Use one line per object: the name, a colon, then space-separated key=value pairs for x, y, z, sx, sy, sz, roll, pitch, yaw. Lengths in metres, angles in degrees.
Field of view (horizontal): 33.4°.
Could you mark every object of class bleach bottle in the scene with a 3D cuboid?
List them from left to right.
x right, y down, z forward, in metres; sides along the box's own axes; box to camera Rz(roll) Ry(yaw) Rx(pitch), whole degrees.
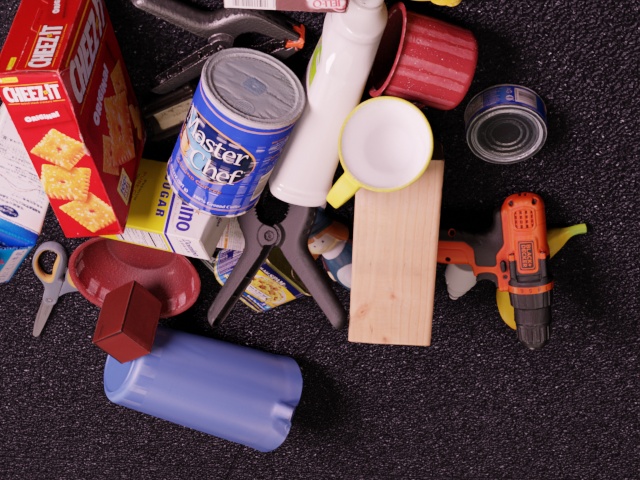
bleach bottle: x=0.012 y=-0.151 z=1.050 sx=0.068 sy=0.102 sz=0.251 roll=11 pitch=139 yaw=-12

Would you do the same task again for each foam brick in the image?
foam brick: x=-0.233 y=0.099 z=1.292 sx=0.053 sy=0.078 sz=0.051 roll=-23 pitch=131 yaw=32

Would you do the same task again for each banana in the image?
banana: x=0.251 y=0.046 z=1.293 sx=0.069 sy=0.037 sz=0.198 roll=14 pitch=138 yaw=-8

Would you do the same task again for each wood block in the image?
wood block: x=0.081 y=0.000 z=1.153 sx=0.090 sy=0.090 sz=0.206 roll=3 pitch=108 yaw=3

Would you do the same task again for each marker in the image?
marker: x=-0.137 y=0.025 z=1.326 sx=0.020 sy=0.020 sz=0.121 roll=-19 pitch=133 yaw=25

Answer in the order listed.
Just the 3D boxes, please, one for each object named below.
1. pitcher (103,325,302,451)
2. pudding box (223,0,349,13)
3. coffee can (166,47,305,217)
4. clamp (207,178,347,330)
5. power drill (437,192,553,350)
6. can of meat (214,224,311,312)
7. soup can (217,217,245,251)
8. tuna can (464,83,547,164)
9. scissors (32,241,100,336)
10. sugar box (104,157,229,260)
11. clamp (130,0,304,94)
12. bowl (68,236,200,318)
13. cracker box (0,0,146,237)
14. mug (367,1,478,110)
pitcher: x=-0.160 y=0.186 z=1.407 sx=0.242 sy=0.145 sz=0.149 roll=21 pitch=131 yaw=-30
pudding box: x=-0.027 y=-0.246 z=0.958 sx=0.113 sy=0.090 sz=0.039 roll=5 pitch=137 yaw=2
coffee can: x=-0.086 y=-0.105 z=1.060 sx=0.102 sy=0.102 sz=0.140 roll=17 pitch=137 yaw=-12
clamp: x=-0.058 y=0.001 z=1.173 sx=0.165 sy=0.210 sz=0.036 roll=-8 pitch=175 yaw=21
power drill: x=0.173 y=0.040 z=1.231 sx=0.188 sy=0.057 sz=0.184 roll=-4 pitch=102 yaw=12
can of meat: x=-0.067 y=0.038 z=1.305 sx=0.084 sy=0.057 sz=0.102 roll=-24 pitch=130 yaw=32
soup can: x=-0.123 y=-0.026 z=1.231 sx=0.102 sy=0.068 sz=0.069 roll=8 pitch=138 yaw=-4
tuna can: x=0.194 y=-0.121 z=1.115 sx=0.086 sy=0.033 sz=0.086 roll=3 pitch=138 yaw=3
scissors: x=-0.336 y=0.073 z=1.404 sx=0.096 sy=0.016 sz=0.202 roll=9 pitch=138 yaw=-4
sugar box: x=-0.185 y=-0.041 z=1.164 sx=0.176 sy=0.093 sz=0.048 roll=9 pitch=148 yaw=22
clamp: x=-0.103 y=-0.192 z=1.065 sx=0.171 sy=0.039 sz=0.120 roll=6 pitch=141 yaw=-1
bowl: x=-0.224 y=0.028 z=1.311 sx=0.162 sy=0.055 sz=0.162 roll=3 pitch=138 yaw=3
cracker box: x=-0.237 y=-0.133 z=1.052 sx=0.072 sy=0.164 sz=0.214 roll=-3 pitch=138 yaw=7
mug: x=0.095 y=-0.166 z=1.035 sx=0.081 sy=0.093 sz=0.117 roll=13 pitch=137 yaw=-16
